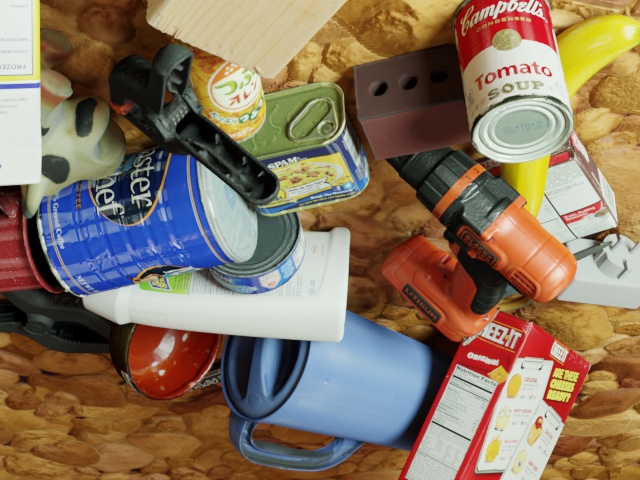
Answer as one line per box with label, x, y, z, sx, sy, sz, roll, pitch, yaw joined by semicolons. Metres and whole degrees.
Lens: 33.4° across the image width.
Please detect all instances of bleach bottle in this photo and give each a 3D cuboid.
bleach bottle;-0.102;0.031;0.927;0.251;0.102;0.068;4;140;1

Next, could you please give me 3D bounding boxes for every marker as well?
marker;-0.124;0.149;1.153;0.121;0.020;0.020;-21;142;24

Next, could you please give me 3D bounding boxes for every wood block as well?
wood block;-0.007;-0.195;0.591;0.090;0.090;0.206;21;140;-29

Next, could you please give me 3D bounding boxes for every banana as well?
banana;0.172;-0.094;0.773;0.037;0.070;0.198;-26;156;-41

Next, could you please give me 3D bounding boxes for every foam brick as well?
foam brick;0.068;-0.099;0.770;0.078;0.053;0.051;-11;145;11

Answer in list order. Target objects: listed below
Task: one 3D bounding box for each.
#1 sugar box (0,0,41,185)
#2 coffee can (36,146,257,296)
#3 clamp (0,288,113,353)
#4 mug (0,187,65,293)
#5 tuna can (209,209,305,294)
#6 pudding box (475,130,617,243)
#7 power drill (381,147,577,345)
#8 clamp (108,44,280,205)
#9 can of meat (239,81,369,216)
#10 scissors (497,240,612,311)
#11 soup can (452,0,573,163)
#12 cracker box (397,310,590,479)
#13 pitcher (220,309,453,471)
sugar box;-0.215;-0.120;0.631;0.093;0.048;0.176;-4;115;-26
coffee can;-0.132;-0.020;0.829;0.140;0.103;0.102;-13;145;15
clamp;-0.275;0.071;1.011;0.209;0.036;0.165;24;139;-28
mug;-0.255;-0.006;0.853;0.081;0.093;0.117;-6;150;13
tuna can;-0.056;0.001;0.881;0.086;0.086;0.034;-7;147;6
pudding box;0.186;-0.038;0.882;0.090;0.039;0.113;-19;141;25
power drill;0.104;0.000;0.864;0.057;0.184;0.188;-41;169;-20
clamp;-0.091;-0.077;0.709;0.039;0.172;0.120;-37;112;-15
can of meat;-0.019;-0.066;0.810;0.102;0.057;0.084;-11;147;13
scissors;0.174;0.028;0.959;0.096;0.016;0.202;10;158;-8
soup can;0.127;-0.111;0.713;0.068;0.102;0.068;-2;146;-1
cracker box;0.169;0.187;1.052;0.072;0.213;0.164;21;173;38
pitcher;0.027;0.146;1.057;0.242;0.145;0.149;23;139;-37
